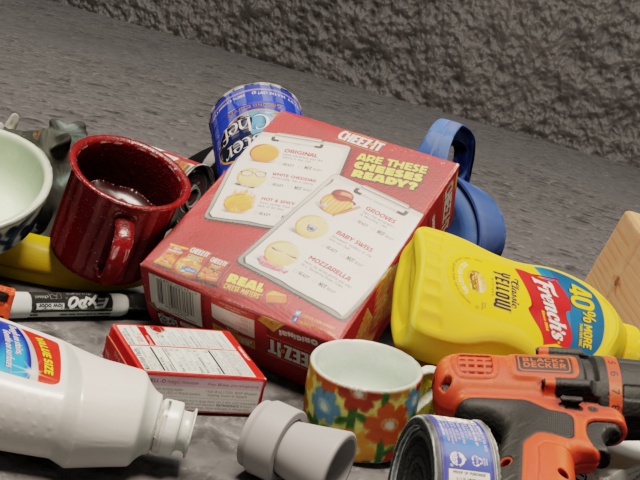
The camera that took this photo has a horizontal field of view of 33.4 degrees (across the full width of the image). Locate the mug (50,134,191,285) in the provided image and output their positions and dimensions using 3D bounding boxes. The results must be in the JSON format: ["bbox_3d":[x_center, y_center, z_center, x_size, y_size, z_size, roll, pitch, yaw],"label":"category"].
[{"bbox_3d":[-0.153,-0.013,0.796,0.093,0.082,0.117,13,33,-22],"label":"mug"}]

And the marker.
[{"bbox_3d":[-0.172,0.047,0.781,0.120,0.020,0.020,3,18,-38],"label":"marker"}]

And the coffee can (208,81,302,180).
[{"bbox_3d":[-0.058,-0.080,1.104,0.102,0.103,0.140,8,44,-22],"label":"coffee can"}]

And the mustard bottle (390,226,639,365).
[{"bbox_3d":[0.147,0.059,0.742,0.191,0.058,0.096,18,46,-10],"label":"mustard bottle"}]

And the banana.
[{"bbox_3d":[-0.236,0.007,0.837,0.198,0.037,0.069,15,16,3],"label":"banana"}]

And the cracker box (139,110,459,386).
[{"bbox_3d":[-0.010,0.003,0.821,0.164,0.072,0.213,20,46,20],"label":"cracker box"}]

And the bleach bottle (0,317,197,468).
[{"bbox_3d":[-0.192,0.072,0.584,0.250,0.068,0.102,15,14,-6],"label":"bleach bottle"}]

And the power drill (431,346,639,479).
[{"bbox_3d":[0.156,0.128,0.594,0.184,0.057,0.187,1,26,4],"label":"power drill"}]

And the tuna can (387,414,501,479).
[{"bbox_3d":[0.060,0.132,0.544,0.033,0.086,0.086,9,15,-11],"label":"tuna can"}]

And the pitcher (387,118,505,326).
[{"bbox_3d":[0.109,-0.016,1.011,0.145,0.149,0.242,64,17,7],"label":"pitcher"}]

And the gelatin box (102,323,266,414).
[{"bbox_3d":[-0.090,0.084,0.697,0.089,0.030,0.073,6,17,-28],"label":"gelatin box"}]
